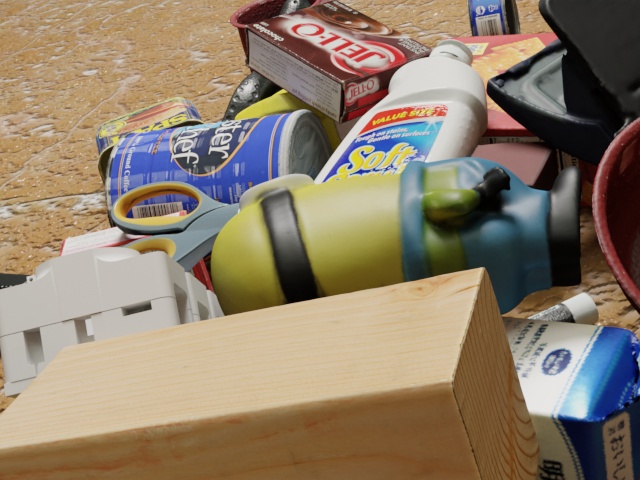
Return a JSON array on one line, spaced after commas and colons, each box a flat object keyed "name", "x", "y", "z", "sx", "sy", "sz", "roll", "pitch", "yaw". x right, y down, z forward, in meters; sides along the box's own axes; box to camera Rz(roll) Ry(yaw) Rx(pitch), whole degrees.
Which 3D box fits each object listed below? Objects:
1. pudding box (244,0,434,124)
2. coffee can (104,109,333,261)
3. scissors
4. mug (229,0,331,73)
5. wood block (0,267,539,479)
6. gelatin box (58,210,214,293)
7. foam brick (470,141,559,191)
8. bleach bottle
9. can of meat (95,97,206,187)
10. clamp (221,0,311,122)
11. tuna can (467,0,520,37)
[{"name": "pudding box", "x": 0.013, "y": -0.133, "z": 0.781, "sx": 0.089, "sy": 0.039, "sz": 0.114, "roll": -24, "pitch": 42, "yaw": -34}, {"name": "coffee can", "x": -0.069, "y": -0.035, "z": 0.773, "sx": 0.140, "sy": 0.103, "sz": 0.102, "roll": -5, "pitch": 31, "yaw": 20}, {"name": "scissors", "x": -0.054, "y": 0.001, "z": 0.644, "sx": 0.202, "sy": 0.016, "sz": 0.096, "roll": 7, "pitch": 56, "yaw": 32}, {"name": "mug", "x": -0.025, "y": -0.197, "z": 1.057, "sx": 0.117, "sy": 0.081, "sz": 0.093, "roll": -30, "pitch": 32, "yaw": -24}, {"name": "wood block", "x": -0.025, "y": 0.087, "z": 0.440, "sx": 0.206, "sy": 0.090, "sz": 0.090, "roll": -12, "pitch": 20, "yaw": 22}, {"name": "gelatin box", "x": -0.122, "y": 0.025, "z": 0.724, "sx": 0.089, "sy": 0.073, "sz": 0.030, "roll": -14, "pitch": 29, "yaw": 3}, {"name": "foam brick", "x": 0.120, "y": -0.016, "z": 0.669, "sx": 0.051, "sy": 0.078, "sz": 0.053, "roll": 3, "pitch": 34, "yaw": 28}, {"name": "bleach bottle", "x": 0.041, "y": -0.036, "z": 0.686, "sx": 0.103, "sy": 0.068, "sz": 0.250, "roll": 4, "pitch": 51, "yaw": 30}, {"name": "can of meat", "x": -0.146, "y": -0.082, "z": 0.944, "sx": 0.102, "sy": 0.057, "sz": 0.084, "roll": -20, "pitch": 27, "yaw": -6}, {"name": "clamp", "x": -0.049, "y": -0.121, "z": 0.947, "sx": 0.039, "sy": 0.120, "sz": 0.171, "roll": 18, "pitch": 59, "yaw": 18}, {"name": "tuna can", "x": 0.158, "y": -0.201, "z": 0.968, "sx": 0.034, "sy": 0.086, "sz": 0.086, "roll": -7, "pitch": 30, "yaw": 19}]
